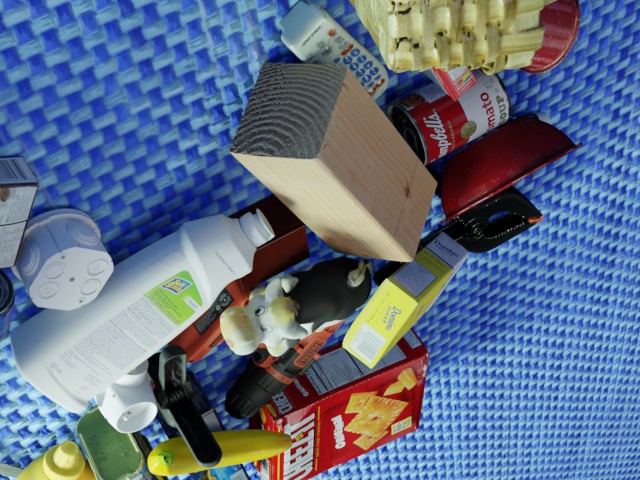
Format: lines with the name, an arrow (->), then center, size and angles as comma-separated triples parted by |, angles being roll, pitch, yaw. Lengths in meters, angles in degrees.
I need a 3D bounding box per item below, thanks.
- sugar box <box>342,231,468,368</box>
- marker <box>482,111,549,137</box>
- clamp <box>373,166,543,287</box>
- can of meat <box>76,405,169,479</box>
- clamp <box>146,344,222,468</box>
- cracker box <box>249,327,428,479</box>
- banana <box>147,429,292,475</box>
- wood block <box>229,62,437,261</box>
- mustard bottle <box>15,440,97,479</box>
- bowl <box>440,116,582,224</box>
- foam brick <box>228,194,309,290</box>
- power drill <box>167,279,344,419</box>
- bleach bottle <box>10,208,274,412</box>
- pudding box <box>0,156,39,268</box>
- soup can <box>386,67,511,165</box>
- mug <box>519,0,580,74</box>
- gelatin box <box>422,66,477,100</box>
sugar box -> 0.092, 0.058, 1.104 | 0.093, 0.048, 0.176 | -57, 166, 28
marker -> 0.193, -0.121, 1.132 | 0.120, 0.020, 0.020 | -11, 136, -32
clamp -> 0.165, -0.028, 1.194 | 0.209, 0.036, 0.165 | -13, 138, -25
can of meat -> -0.204, 0.228, 1.107 | 0.057, 0.102, 0.084 | -31, 141, -8
clamp -> -0.139, 0.160, 1.045 | 0.039, 0.120, 0.172 | -15, 179, -16
cracker box -> 0.023, 0.203, 1.296 | 0.213, 0.072, 0.164 | -21, 140, -21
banana -> -0.113, 0.221, 1.104 | 0.197, 0.070, 0.037 | 2, 90, -53
wood block -> 0.019, -0.065, 0.957 | 0.205, 0.090, 0.091 | 43, 60, -52
mustard bottle -> -0.282, 0.273, 1.113 | 0.096, 0.058, 0.192 | -7, 139, -36
bowl -> 0.179, -0.079, 1.074 | 0.162, 0.055, 0.162 | -29, 177, -2
foam brick -> -0.057, 0.001, 1.027 | 0.078, 0.051, 0.053 | -27, 143, -14
power drill -> -0.076, 0.107, 1.122 | 0.184, 0.057, 0.187 | -49, 145, 9
bleach bottle -> -0.150, 0.054, 0.964 | 0.251, 0.068, 0.102 | -32, 139, 6
pudding box -> -0.282, -0.016, 0.822 | 0.113, 0.039, 0.090 | -7, 135, -42
soup can -> 0.124, -0.122, 1.032 | 0.102, 0.069, 0.068 | -28, 143, -15
mug -> 0.175, -0.214, 0.968 | 0.081, 0.093, 0.117 | 2, 97, -36
gelatin box -> 0.091, -0.173, 0.930 | 0.030, 0.089, 0.073 | -41, 144, 2
